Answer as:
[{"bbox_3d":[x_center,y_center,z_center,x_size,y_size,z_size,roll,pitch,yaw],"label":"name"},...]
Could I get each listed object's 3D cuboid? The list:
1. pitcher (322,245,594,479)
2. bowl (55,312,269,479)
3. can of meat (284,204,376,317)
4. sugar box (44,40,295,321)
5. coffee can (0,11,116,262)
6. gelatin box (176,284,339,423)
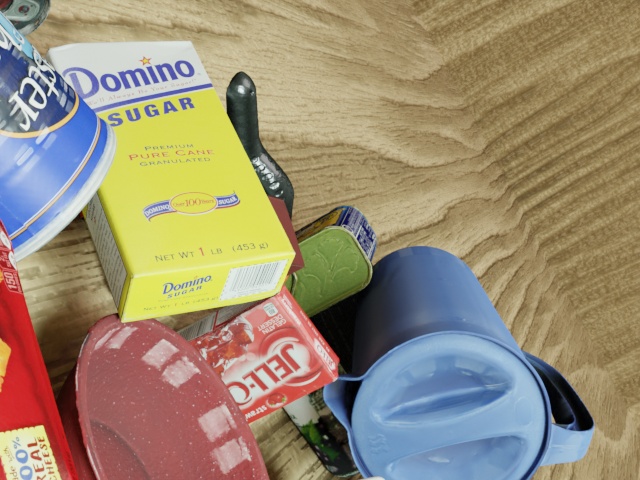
[{"bbox_3d":[0.094,0.091,0.799,0.149,0.145,0.243,56,10,-14],"label":"pitcher"},{"bbox_3d":[-0.089,0.120,0.551,0.162,0.055,0.162,51,20,-26],"label":"bowl"},{"bbox_3d":[-0.005,0.019,0.874,0.057,0.102,0.084,58,16,-10],"label":"can of meat"},{"bbox_3d":[-0.090,-0.041,0.599,0.093,0.048,0.176,-8,55,-28],"label":"sugar box"},{"bbox_3d":[-0.180,-0.066,0.503,0.140,0.103,0.103,50,21,-33],"label":"coffee can"},{"bbox_3d":[-0.043,0.076,0.695,0.073,0.089,0.030,55,19,-20],"label":"gelatin box"}]
